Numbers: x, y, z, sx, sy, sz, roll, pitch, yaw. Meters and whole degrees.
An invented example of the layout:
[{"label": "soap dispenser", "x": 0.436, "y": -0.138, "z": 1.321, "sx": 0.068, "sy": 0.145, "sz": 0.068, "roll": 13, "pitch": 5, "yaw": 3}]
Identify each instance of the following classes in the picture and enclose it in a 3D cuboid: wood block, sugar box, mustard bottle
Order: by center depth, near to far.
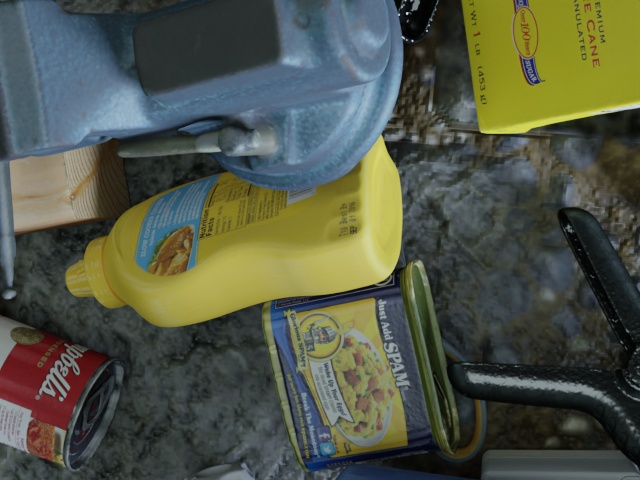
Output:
[{"label": "sugar box", "x": 0.151, "y": -0.110, "z": 0.513, "sx": 0.177, "sy": 0.048, "sz": 0.093, "roll": -7, "pitch": 92, "yaw": 49}, {"label": "mustard bottle", "x": -0.054, "y": 0.001, "z": 0.576, "sx": 0.192, "sy": 0.096, "sz": 0.058, "roll": -14, "pitch": 129, "yaw": 19}, {"label": "wood block", "x": -0.225, "y": -0.039, "z": 0.606, "sx": 0.206, "sy": 0.090, "sz": 0.090, "roll": -9, "pitch": 91, "yaw": 10}]

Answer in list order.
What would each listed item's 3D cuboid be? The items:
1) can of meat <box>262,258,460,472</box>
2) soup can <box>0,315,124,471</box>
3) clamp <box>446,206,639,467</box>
[{"label": "can of meat", "x": 0.022, "y": 0.068, "z": 0.570, "sx": 0.084, "sy": 0.057, "sz": 0.102, "roll": -13, "pitch": 91, "yaw": 14}, {"label": "soup can", "x": -0.174, "y": 0.083, "z": 0.616, "sx": 0.102, "sy": 0.068, "sz": 0.068, "roll": 19, "pitch": 96, "yaw": 9}, {"label": "clamp", "x": 0.165, "y": 0.058, "z": 0.550, "sx": 0.171, "sy": 0.039, "sz": 0.120, "roll": 25, "pitch": 81, "yaw": 15}]
